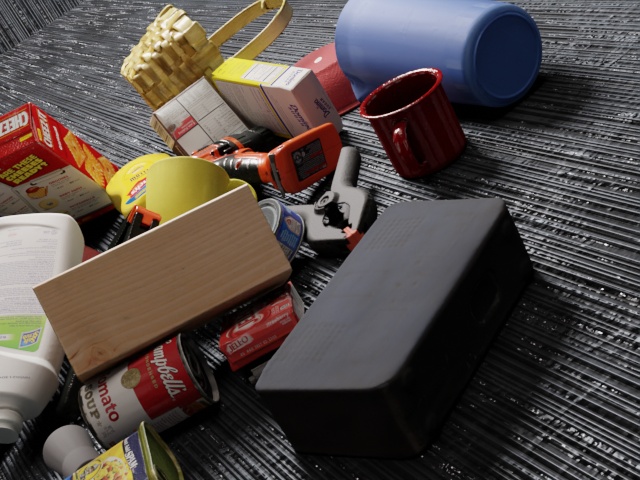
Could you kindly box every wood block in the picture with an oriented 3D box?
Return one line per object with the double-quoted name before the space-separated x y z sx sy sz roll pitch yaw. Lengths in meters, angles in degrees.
"wood block" -0.139 0.041 0.958 0.206 0.091 0.090 -27 -6 -12

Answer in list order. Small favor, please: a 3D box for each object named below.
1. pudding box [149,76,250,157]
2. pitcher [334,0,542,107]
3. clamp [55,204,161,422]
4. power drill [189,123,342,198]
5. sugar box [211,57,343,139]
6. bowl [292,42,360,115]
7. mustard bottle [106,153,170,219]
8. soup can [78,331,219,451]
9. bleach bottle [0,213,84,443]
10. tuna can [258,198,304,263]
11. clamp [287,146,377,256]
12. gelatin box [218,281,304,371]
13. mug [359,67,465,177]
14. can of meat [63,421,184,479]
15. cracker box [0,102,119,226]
"pudding box" -0.148 -0.140 1.364 0.090 0.113 0.039 -40 -1 -21
"pitcher" 0.135 -0.228 1.199 0.144 0.149 0.243 -27 26 -23
"clamp" -0.216 0.057 1.063 0.210 0.036 0.165 -64 21 9
"power drill" -0.067 -0.095 1.245 0.188 0.057 0.184 -3 24 42
"sugar box" -0.054 -0.174 1.325 0.177 0.093 0.048 16 58 48
"bowl" 0.010 -0.214 1.397 0.162 0.055 0.162 -24 26 12
"mustard bottle" -0.204 -0.054 1.328 0.096 0.058 0.192 -30 25 -11
"soup can" -0.148 0.132 0.920 0.102 0.068 0.068 -28 26 5
"bleach bottle" -0.299 0.085 1.054 0.102 0.068 0.251 -5 48 5
"tuna can" -0.057 0.001 1.067 0.086 0.033 0.086 -35 35 29
"clamp" 0.004 -0.025 1.081 0.120 0.039 0.171 -41 26 13
"gelatin box" -0.052 0.074 0.947 0.073 0.030 0.089 -29 11 4
"mug" 0.097 -0.112 1.090 0.093 0.081 0.117 -19 27 22
"can of meat" -0.150 0.199 0.815 0.084 0.057 0.102 -34 25 -2
"cracker box" -0.378 -0.079 1.386 0.164 0.213 0.072 -24 64 12
